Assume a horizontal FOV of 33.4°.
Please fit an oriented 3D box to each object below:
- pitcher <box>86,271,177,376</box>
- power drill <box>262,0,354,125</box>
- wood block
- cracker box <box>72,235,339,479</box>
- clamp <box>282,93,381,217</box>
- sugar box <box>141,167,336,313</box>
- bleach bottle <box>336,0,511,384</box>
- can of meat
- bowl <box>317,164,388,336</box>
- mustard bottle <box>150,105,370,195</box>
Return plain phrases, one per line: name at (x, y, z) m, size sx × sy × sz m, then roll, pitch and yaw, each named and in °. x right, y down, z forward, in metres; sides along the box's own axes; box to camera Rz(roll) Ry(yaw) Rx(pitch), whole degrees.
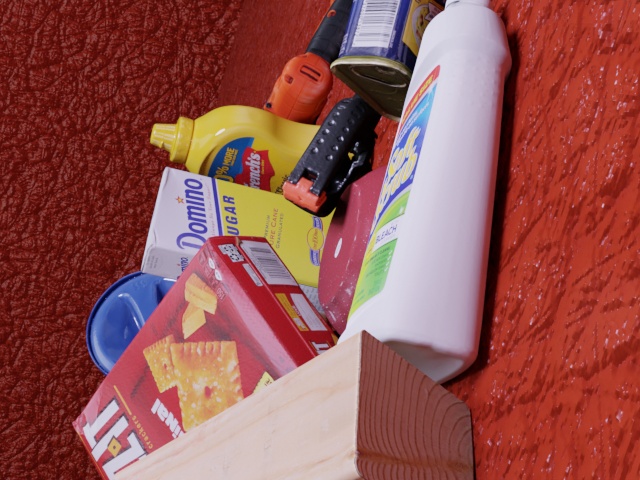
pitcher at (-0.148, 0.153, 1.114) m, size 0.149 × 0.145 × 0.243 m, roll -38°, pitch -32°, yaw -17°
power drill at (0.003, -0.175, 1.028) m, size 0.187 × 0.057 × 0.185 m, roll -64°, pitch 6°, yaw -19°
wood block at (-0.024, 0.147, 0.586) m, size 0.206 × 0.090 × 0.090 m, roll -33°, pitch 33°, yaw 31°
cracker box at (-0.077, 0.127, 0.779) m, size 0.214 × 0.071 × 0.164 m, roll -51°, pitch 59°, yaw 25°
clamp at (0.022, -0.070, 0.823) m, size 0.209 × 0.036 × 0.165 m, roll -55°, pitch -14°, yaw -48°
sugar box at (-0.056, 0.001, 0.903) m, size 0.048 × 0.176 × 0.093 m, roll 116°, pitch 164°, yaw -46°
bleach bottle at (0.071, -0.043, 0.650) m, size 0.103 × 0.068 × 0.250 m, roll 132°, pitch 153°, yaw -65°
can of meat at (0.059, -0.138, 0.737) m, size 0.058 × 0.102 × 0.084 m, roll 7°, pitch 76°, yaw 34°
bowl at (0.038, 0.009, 0.758) m, size 0.162 × 0.055 × 0.162 m, roll -167°, pitch 90°, yaw -78°
mustard bottle at (-0.057, -0.074, 0.960) m, size 0.096 × 0.191 × 0.058 m, roll 117°, pitch 161°, yaw -47°
